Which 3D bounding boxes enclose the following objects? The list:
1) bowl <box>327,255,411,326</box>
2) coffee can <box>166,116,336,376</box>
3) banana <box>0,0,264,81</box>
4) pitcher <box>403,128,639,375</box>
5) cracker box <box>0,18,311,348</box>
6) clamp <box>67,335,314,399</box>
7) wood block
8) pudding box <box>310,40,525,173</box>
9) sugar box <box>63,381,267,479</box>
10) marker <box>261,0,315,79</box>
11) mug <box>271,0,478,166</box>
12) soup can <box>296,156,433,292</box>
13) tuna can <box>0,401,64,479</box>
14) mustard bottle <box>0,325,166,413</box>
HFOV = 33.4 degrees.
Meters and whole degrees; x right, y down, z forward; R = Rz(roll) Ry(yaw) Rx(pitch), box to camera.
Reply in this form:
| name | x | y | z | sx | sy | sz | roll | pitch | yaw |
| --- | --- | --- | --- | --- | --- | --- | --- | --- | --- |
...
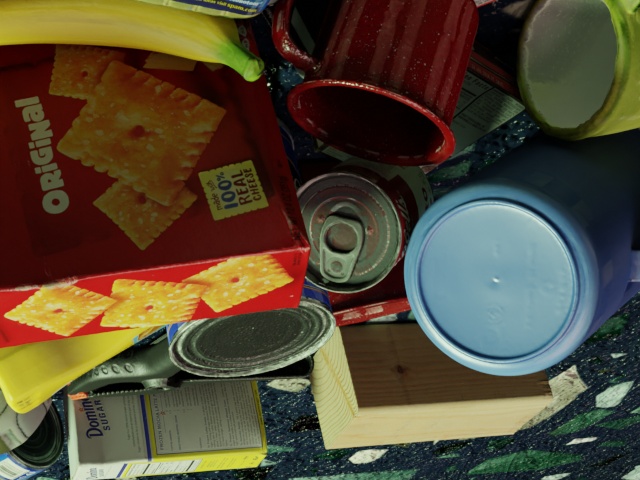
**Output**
| name | x | y | z | sx | sy | sz | roll | pitch | yaw |
| --- | --- | --- | --- | --- | --- | --- | --- | --- | --- |
| bowl | 0.026 | 0.032 | 0.820 | 0.162 | 0.055 | 0.162 | -12 | 172 | -2 |
| coffee can | -0.054 | 0.001 | 0.672 | 0.102 | 0.140 | 0.103 | -10 | 151 | -6 |
| banana | -0.127 | -0.110 | 0.527 | 0.197 | 0.069 | 0.037 | 2 | 116 | -6 |
| pitcher | 0.152 | 0.000 | 0.657 | 0.149 | 0.145 | 0.242 | -41 | 172 | 27 |
| cracker box | -0.126 | -0.035 | 0.555 | 0.213 | 0.164 | 0.072 | -7 | 149 | -13 |
| clamp | -0.121 | 0.106 | 0.887 | 0.210 | 0.036 | 0.164 | -16 | 158 | 34 |
| wood block | 0.105 | 0.136 | 1.029 | 0.205 | 0.091 | 0.090 | 0 | 147 | -23 |
| pudding box | 0.061 | -0.084 | 0.678 | 0.114 | 0.039 | 0.089 | -34 | 144 | 30 |
| sugar box | -0.141 | 0.164 | 0.972 | 0.176 | 0.093 | 0.048 | 0 | 148 | -21 |
| marker | -0.014 | -0.115 | 0.611 | 0.020 | 0.020 | 0.121 | -19 | 150 | 10 |
| mug | 0.027 | -0.101 | 0.570 | 0.117 | 0.081 | 0.093 | 24 | 162 | -22 |
| soup can | 0.025 | -0.014 | 0.629 | 0.069 | 0.068 | 0.102 | -26 | -176 | 20 |
| tuna can | -0.264 | 0.164 | 0.929 | 0.034 | 0.086 | 0.086 | -28 | 148 | 22 |
| mustard bottle | -0.146 | 0.053 | 0.774 | 0.191 | 0.058 | 0.096 | -30 | -177 | -13 |
